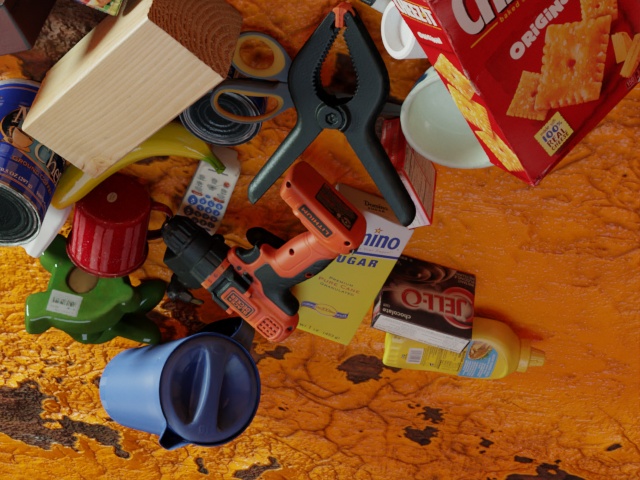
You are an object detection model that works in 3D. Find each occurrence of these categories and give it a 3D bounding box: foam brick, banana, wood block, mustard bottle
[{"bbox_3d":[-0.282,-0.212,0.964,0.051,0.078,0.053,-7,136,20],"label":"foam brick"},{"bbox_3d":[-0.197,-0.085,1.105,0.198,0.069,0.037,-12,165,16],"label":"banana"},{"bbox_3d":[-0.177,-0.156,0.999,0.090,0.090,0.207,35,135,-28],"label":"wood block"},{"bbox_3d":[0.176,0.128,1.291,0.191,0.058,0.096,9,139,1],"label":"mustard bottle"}]

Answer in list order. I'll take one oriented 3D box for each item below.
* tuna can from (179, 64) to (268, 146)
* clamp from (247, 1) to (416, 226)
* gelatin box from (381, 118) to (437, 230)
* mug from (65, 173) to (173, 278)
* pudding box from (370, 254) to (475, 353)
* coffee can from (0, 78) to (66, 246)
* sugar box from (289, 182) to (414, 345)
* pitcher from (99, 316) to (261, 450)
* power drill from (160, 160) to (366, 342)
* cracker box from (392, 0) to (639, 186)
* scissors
[{"bbox_3d":[-0.096,-0.133,1.053,0.086,0.033,0.086,6,140,5],"label":"tuna can"},{"bbox_3d":[0.005,-0.113,0.990,0.165,0.036,0.210,2,113,13],"label":"clamp"},{"bbox_3d":[0.086,-0.067,1.063,0.030,0.073,0.089,-11,136,23],"label":"gelatin box"},{"bbox_3d":[-0.220,-0.020,1.180,0.117,0.093,0.082,-1,139,-19],"label":"mug"},{"bbox_3d":[0.117,0.070,1.208,0.113,0.090,0.039,15,141,-6],"label":"pudding box"},{"bbox_3d":[-0.312,-0.079,1.079,0.103,0.140,0.103,6,140,5],"label":"coffee can"},{"bbox_3d":[0.025,0.029,1.178,0.093,0.048,0.176,19,125,-11],"label":"sugar box"},{"bbox_3d":[-0.181,0.178,1.341,0.149,0.145,0.243,-6,177,-32],"label":"pitcher"},{"bbox_3d":[-0.057,0.001,1.123,0.184,0.057,0.188,42,125,-9],"label":"power drill"},{"bbox_3d":[0.170,-0.174,0.851,0.164,0.072,0.213,-44,129,-6],"label":"cracker box"},{"bbox_3d":[-0.006,-0.156,1.014,0.201,0.016,0.096,-7,111,-10],"label":"scissors"}]
